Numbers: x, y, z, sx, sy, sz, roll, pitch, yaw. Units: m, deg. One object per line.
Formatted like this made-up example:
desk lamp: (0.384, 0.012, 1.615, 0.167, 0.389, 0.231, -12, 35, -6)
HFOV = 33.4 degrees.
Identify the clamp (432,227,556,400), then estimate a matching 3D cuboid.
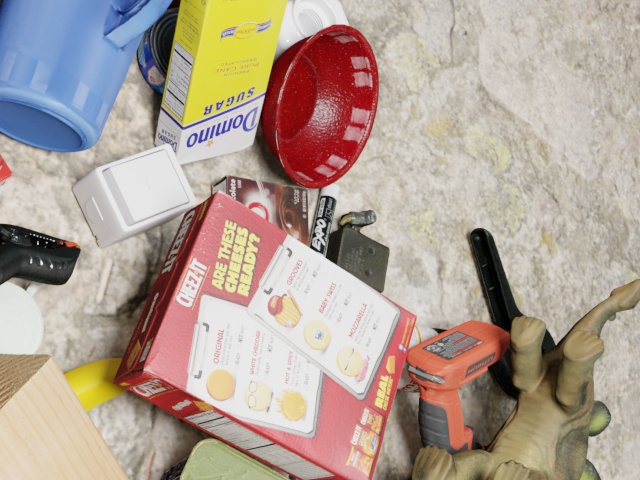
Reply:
clamp: (0.203, 0.097, 1.156, 0.209, 0.036, 0.164, 40, 56, -21)

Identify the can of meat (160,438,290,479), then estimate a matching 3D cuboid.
can of meat: (-0.080, 0.215, 0.879, 0.102, 0.084, 0.057, 31, 57, -12)

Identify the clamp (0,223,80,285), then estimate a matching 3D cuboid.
clamp: (-0.240, 0.012, 0.820, 0.171, 0.120, 0.039, 11, 111, -55)

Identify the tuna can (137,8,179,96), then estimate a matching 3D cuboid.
tuna can: (-0.130, -0.175, 1.014, 0.086, 0.034, 0.086, 12, 68, -32)

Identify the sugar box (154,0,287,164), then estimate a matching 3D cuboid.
sugar box: (-0.089, -0.156, 0.955, 0.093, 0.176, 0.048, -19, 47, -37)

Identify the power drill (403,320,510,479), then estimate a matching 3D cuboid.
power drill: (0.143, 0.176, 1.029, 0.184, 0.057, 0.188, -20, 116, -40)

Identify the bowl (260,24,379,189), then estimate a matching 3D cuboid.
bowl: (-0.010, -0.135, 1.045, 0.161, 0.055, 0.162, -28, 127, -44)

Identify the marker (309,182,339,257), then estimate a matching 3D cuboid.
marker: (-0.001, -0.001, 1.057, 0.020, 0.020, 0.121, 26, 62, -26)

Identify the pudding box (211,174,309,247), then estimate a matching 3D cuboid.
pudding box: (-0.056, 0.001, 1.004, 0.089, 0.039, 0.113, 8, 70, -33)

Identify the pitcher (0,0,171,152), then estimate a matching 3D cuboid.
pitcher: (-0.196, -0.202, 0.900, 0.145, 0.149, 0.242, 18, 71, -10)

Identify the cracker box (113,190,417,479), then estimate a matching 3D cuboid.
cracker box: (-0.038, 0.087, 0.863, 0.213, 0.072, 0.164, 32, 58, -22)

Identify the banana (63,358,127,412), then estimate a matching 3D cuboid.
banana: (-0.216, 0.154, 0.845, 0.197, 0.037, 0.069, -55, 128, -32)

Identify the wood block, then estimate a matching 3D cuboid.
wood block: (-0.197, 0.188, 0.763, 0.090, 0.091, 0.206, -50, 125, -43)
